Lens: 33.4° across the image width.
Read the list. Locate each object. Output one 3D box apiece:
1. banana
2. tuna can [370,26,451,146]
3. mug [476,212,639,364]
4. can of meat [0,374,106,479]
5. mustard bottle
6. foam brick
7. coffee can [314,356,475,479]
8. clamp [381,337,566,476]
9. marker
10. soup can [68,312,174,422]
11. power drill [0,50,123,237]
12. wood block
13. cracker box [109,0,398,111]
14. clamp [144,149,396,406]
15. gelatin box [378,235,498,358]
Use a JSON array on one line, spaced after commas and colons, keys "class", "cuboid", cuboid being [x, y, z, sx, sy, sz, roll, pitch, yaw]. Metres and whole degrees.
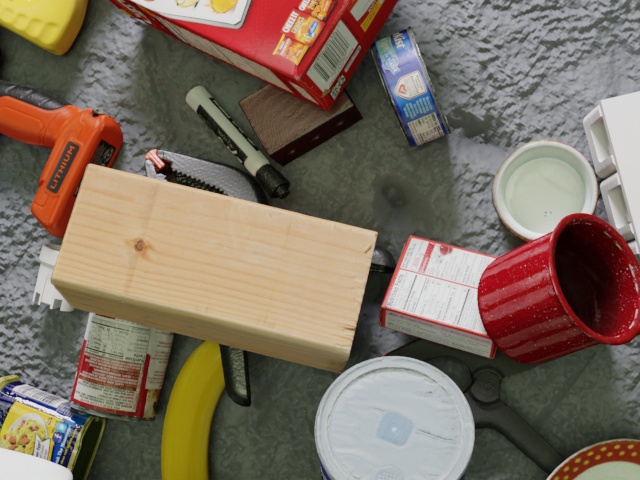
[{"class": "banana", "cuboid": [-0.090, 0.151, 0.832, 0.070, 0.037, 0.198, 15, 89, 10]}, {"class": "tuna can", "cuboid": [0.068, -0.114, 0.800, 0.034, 0.086, 0.086, -21, 83, 9]}, {"class": "mug", "cuboid": [0.173, 0.043, 0.744, 0.117, 0.082, 0.093, 25, 58, -26]}, {"class": "can of meat", "cuboid": [-0.227, 0.169, 0.844, 0.084, 0.057, 0.102, 20, 90, 8]}, {"class": "mustard bottle", "cuboid": [-0.207, -0.255, 0.869, 0.096, 0.058, 0.191, 29, 91, 9]}, {"class": "foam brick", "cuboid": [-0.015, -0.101, 0.829, 0.078, 0.053, 0.051, -30, 82, 6]}, {"class": "coffee can", "cuboid": [0.050, 0.155, 0.741, 0.103, 0.140, 0.103, -1, 59, 2]}, {"class": "clamp", "cuboid": [0.128, 0.118, 0.798, 0.171, 0.039, 0.120, 2, 79, 8]}, {"class": "marker", "cuboid": [-0.064, -0.076, 0.840, 0.020, 0.020, 0.121, -43, 68, 4]}, {"class": "soup can", "cuboid": [-0.152, 0.084, 0.831, 0.068, 0.068, 0.102, 12, 87, 10]}, {"class": "power drill", "cuboid": [-0.270, -0.076, 0.867, 0.188, 0.057, 0.184, 28, 91, 10]}, {"class": "wood block", "cuboid": [-0.072, 0.022, 0.759, 0.206, 0.090, 0.091, 14, 75, 2]}, {"class": "cracker box", "cuboid": [-0.043, -0.213, 0.803, 0.214, 0.072, 0.164, 29, 86, 28]}, {"class": "clamp", "cuboid": [-0.055, 0.001, 0.832, 0.164, 0.036, 0.210, -35, 75, -11]}, {"class": "gelatin box", "cuboid": [0.096, 0.041, 0.794, 0.089, 0.030, 0.073, 14, 53, 14]}]
